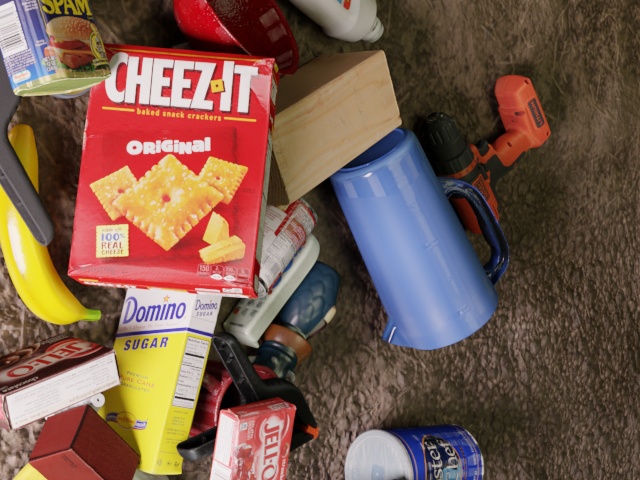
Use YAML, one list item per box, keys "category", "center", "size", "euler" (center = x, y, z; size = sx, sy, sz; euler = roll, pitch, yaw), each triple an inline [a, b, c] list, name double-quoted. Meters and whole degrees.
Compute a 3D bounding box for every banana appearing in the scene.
- category: "banana"
  center: [-0.254, -0.001, 0.947]
  size: [0.069, 0.037, 0.198]
  euler: [-49, 130, -57]

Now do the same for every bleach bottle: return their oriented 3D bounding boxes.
- category: "bleach bottle"
  center: [-0.011, -0.296, 1.136]
  size: [0.250, 0.068, 0.102]
  euler: [35, 56, -45]

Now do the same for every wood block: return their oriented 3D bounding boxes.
- category: "wood block"
  center: [-0.015, -0.120, 1.113]
  size: [0.205, 0.091, 0.090]
  euler: [-38, 120, -43]

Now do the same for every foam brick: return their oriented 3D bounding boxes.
- category: "foam brick"
  center: [-0.206, 0.192, 0.938]
  size: [0.078, 0.053, 0.051]
  euler: [55, 29, -29]

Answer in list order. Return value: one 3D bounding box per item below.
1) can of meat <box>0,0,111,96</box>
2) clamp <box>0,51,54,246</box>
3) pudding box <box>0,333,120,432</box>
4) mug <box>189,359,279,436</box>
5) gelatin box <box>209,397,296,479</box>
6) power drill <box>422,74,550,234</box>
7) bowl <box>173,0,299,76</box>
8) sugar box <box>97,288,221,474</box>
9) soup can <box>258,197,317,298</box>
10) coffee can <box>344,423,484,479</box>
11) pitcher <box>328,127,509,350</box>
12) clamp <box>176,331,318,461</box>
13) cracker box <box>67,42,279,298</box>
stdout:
- category: "can of meat"
  center: [-0.225, -0.168, 0.890]
  size: [0.102, 0.058, 0.084]
  euler: [-25, 99, -66]
- category: "clamp"
  center: [-0.284, -0.096, 0.877]
  size: [0.164, 0.036, 0.210]
  euler: [15, 78, -37]
- category: "pudding box"
  center: [-0.244, 0.121, 0.926]
  size: [0.113, 0.090, 0.039]
  euler: [-24, 110, -40]
- category: "mug"
  center: [-0.102, 0.159, 1.073]
  size: [0.117, 0.082, 0.093]
  euler: [44, 64, -38]
- category: "gelatin box"
  center: [-0.062, 0.194, 0.984]
  size: [0.073, 0.030, 0.089]
  euler: [-3, 107, -46]
- category: "power drill"
  center: [0.213, -0.130, 1.374]
  size: [0.187, 0.057, 0.184]
  euler: [-48, 128, -27]
- category: "bowl"
  center: [-0.092, -0.214, 1.038]
  size: [0.162, 0.055, 0.162]
  euler: [43, 27, -29]
- category: "sugar box"
  center: [-0.156, 0.125, 1.008]
  size: [0.048, 0.093, 0.176]
  euler: [18, 81, -52]
- category: "soup can"
  center: [-0.057, 0.001, 1.113]
  size: [0.068, 0.069, 0.102]
  euler: [52, 60, -34]
- category: "coffee can"
  center: [0.113, 0.274, 1.279]
  size: [0.140, 0.103, 0.103]
  euler: [5, 90, -44]
- category: "pitcher"
  center: [0.112, -0.010, 1.235]
  size: [0.243, 0.145, 0.149]
  euler: [63, 33, -24]
- category: "clamp"
  center: [-0.062, 0.155, 1.026]
  size: [0.171, 0.039, 0.120]
  euler: [17, 88, -50]
- category: "cracker box"
  center: [-0.128, -0.062, 0.957]
  size: [0.072, 0.164, 0.213]
  euler: [91, 4, -81]
